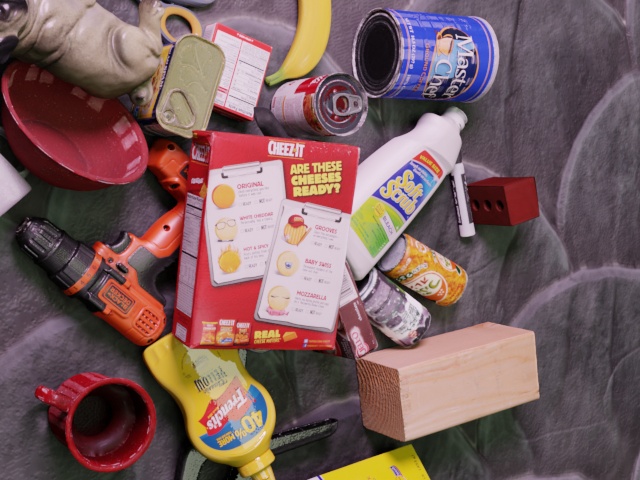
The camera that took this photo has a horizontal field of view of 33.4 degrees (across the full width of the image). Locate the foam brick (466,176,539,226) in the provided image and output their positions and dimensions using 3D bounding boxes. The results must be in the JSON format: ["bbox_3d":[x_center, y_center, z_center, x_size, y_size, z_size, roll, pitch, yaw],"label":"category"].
[{"bbox_3d":[0.227,-0.050,1.336,0.051,0.078,0.053,-17,101,-31],"label":"foam brick"}]

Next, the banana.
[{"bbox_3d":[-0.019,-0.268,1.200,0.069,0.037,0.198,4,90,-32],"label":"banana"}]

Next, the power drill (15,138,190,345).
[{"bbox_3d":[-0.195,-0.012,1.098,0.184,0.057,0.187,44,73,-27],"label":"power drill"}]

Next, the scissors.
[{"bbox_3d":[-0.198,-0.248,1.106,0.201,0.016,0.096,-5,95,-31],"label":"scissors"}]

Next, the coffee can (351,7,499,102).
[{"bbox_3d":[0.123,-0.215,1.250,0.140,0.103,0.103,-2,93,-31],"label":"coffee can"}]

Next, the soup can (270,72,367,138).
[{"bbox_3d":[-0.003,-0.147,1.177,0.068,0.102,0.068,-2,93,-31],"label":"soup can"}]

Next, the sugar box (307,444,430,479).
[{"bbox_3d":[0.049,0.308,1.242,0.175,0.048,0.093,-12,60,-33],"label":"sugar box"}]

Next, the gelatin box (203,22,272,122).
[{"bbox_3d":[-0.100,-0.181,1.160,0.073,0.030,0.089,19,83,-32],"label":"gelatin box"}]

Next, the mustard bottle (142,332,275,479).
[{"bbox_3d":[-0.103,0.176,1.129,0.096,0.058,0.191,-30,91,-15],"label":"mustard bottle"}]

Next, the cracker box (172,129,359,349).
[{"bbox_3d":[-0.057,0.001,1.084,0.163,0.072,0.214,3,97,-28],"label":"cracker box"}]

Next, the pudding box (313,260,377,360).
[{"bbox_3d":[0.010,0.075,1.204,0.039,0.090,0.113,-27,105,-30],"label":"pudding box"}]

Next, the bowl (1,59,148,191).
[{"bbox_3d":[-0.248,-0.101,1.032,0.162,0.162,0.055,34,120,-23],"label":"bowl"}]

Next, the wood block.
[{"bbox_3d":[0.156,0.168,1.296,0.205,0.091,0.090,-11,99,-31],"label":"wood block"}]

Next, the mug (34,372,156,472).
[{"bbox_3d":[-0.233,0.173,1.068,0.117,0.082,0.093,28,78,-29],"label":"mug"}]

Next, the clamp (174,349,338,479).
[{"bbox_3d":[-0.084,0.231,1.183,0.164,0.036,0.210,38,74,-17],"label":"clamp"}]

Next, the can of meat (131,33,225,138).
[{"bbox_3d":[-0.150,-0.155,1.100,0.057,0.084,0.102,19,82,-31],"label":"can of meat"}]

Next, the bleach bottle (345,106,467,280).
[{"bbox_3d":[0.087,-0.073,1.257,0.250,0.068,0.102,-48,126,-22],"label":"bleach bottle"}]

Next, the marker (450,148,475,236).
[{"bbox_3d":[0.175,-0.065,1.337,0.020,0.020,0.121,-16,101,-30],"label":"marker"}]

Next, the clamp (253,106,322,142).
[{"bbox_3d":[-0.054,-0.086,1.170,0.171,0.120,0.039,26,51,-46],"label":"clamp"}]
